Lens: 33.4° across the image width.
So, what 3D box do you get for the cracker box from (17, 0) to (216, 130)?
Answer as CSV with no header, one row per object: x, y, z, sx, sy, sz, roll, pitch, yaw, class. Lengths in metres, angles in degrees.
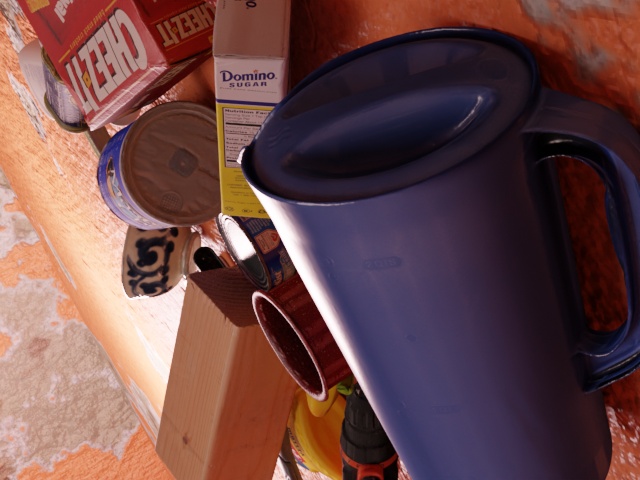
-0.175,-0.207,0.798,0.164,0.072,0.213,-21,100,57,cracker box

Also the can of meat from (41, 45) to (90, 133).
-0.199,-0.154,0.956,0.057,0.102,0.084,53,159,13,can of meat

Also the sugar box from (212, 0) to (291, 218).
-0.041,-0.095,0.650,0.176,0.048,0.093,91,-179,-62,sugar box

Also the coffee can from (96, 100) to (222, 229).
-0.134,-0.062,0.930,0.103,0.102,0.140,61,163,-9,coffee can

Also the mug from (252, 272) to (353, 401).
0.004,0.053,0.780,0.117,0.081,0.093,26,144,59,mug

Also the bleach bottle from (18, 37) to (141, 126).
-0.246,-0.161,1.137,0.251,0.068,0.102,26,146,55,bleach bottle

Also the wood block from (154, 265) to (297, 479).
-0.084,0.134,1.000,0.091,0.090,0.206,42,128,41,wood block

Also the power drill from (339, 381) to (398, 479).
0.044,0.231,0.881,0.187,0.057,0.184,-88,-5,-46,power drill

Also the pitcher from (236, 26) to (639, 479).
0.074,0.031,0.509,0.243,0.145,0.149,66,174,-33,pitcher

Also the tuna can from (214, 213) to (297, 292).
-0.056,0.001,0.936,0.086,0.033,0.086,50,161,25,tuna can

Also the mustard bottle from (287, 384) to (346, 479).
-0.014,0.193,1.100,0.096,0.058,0.192,61,163,-1,mustard bottle

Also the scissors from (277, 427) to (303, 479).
-0.032,0.233,1.054,0.096,0.016,0.202,124,130,-65,scissors

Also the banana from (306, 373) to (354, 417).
0.008,0.103,0.891,0.037,0.069,0.198,17,164,0,banana

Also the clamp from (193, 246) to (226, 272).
-0.066,0.085,1.096,0.171,0.039,0.120,59,168,-21,clamp
